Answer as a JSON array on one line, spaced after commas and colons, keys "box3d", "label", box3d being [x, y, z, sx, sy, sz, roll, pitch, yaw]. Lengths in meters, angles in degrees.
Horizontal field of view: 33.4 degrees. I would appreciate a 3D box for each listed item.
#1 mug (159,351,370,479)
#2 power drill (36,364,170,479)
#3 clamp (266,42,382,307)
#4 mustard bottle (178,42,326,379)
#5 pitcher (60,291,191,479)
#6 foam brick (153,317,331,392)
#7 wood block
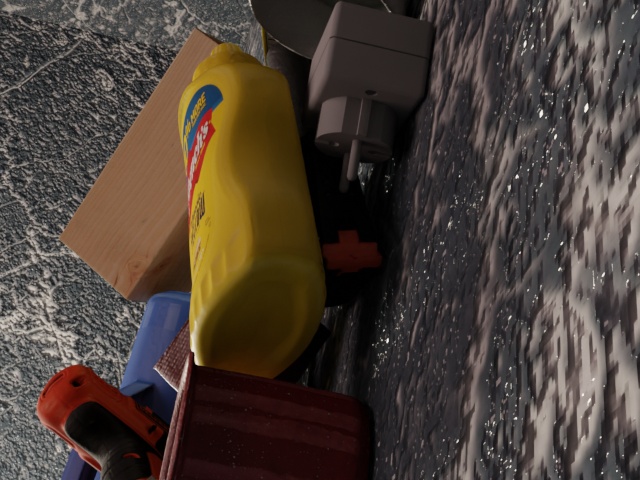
[{"box3d": [-0.028, 0.112, 0.459, 0.093, 0.081, 0.117, 117, 163, -63], "label": "mug"}, {"box3d": [-0.086, 0.165, 0.644, 0.057, 0.184, 0.188, -49, 24, -5], "label": "power drill"}, {"box3d": [-0.005, -0.011, 0.599, 0.210, 0.036, 0.164, -117, 25, -65], "label": "clamp"}, {"box3d": [-0.040, -0.032, 0.535, 0.096, 0.058, 0.191, 111, 157, -46], "label": "mustard bottle"}, {"box3d": [-0.116, 0.164, 0.824, 0.149, 0.145, 0.243, 131, 153, -77], "label": "pitcher"}, {"box3d": [-0.042, 0.061, 0.591, 0.078, 0.051, 0.053, -54, -32, -6], "label": "foam brick"}, {"box3d": [-0.109, -0.057, 0.882, 0.206, 0.091, 0.090, -56, -22, 9], "label": "wood block"}]
